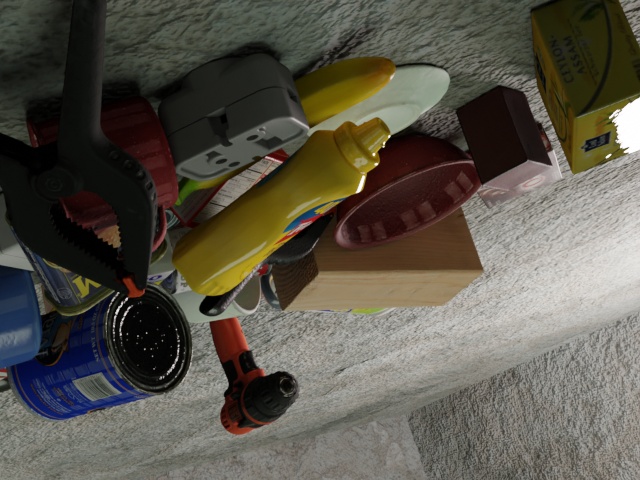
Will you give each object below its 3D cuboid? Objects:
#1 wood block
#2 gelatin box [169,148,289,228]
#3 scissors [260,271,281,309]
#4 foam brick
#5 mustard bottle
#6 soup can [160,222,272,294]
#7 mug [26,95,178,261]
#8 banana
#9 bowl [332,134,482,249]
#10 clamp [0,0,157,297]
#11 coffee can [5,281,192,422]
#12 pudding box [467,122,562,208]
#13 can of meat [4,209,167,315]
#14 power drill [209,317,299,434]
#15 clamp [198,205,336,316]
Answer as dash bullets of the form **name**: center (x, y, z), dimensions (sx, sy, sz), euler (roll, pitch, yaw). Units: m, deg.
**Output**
- **wood block**: center (0.056, 0.015, 1.137), dimensions (0.205, 0.091, 0.090), euler (0, 150, -31)
- **gelatin box**: center (-0.074, -0.047, 0.895), dimensions (0.089, 0.030, 0.073), euler (-48, 156, 15)
- **scissors**: center (-0.029, 0.038, 1.191), dimensions (0.016, 0.096, 0.201), euler (-30, 158, 22)
- **foam brick**: center (0.167, -0.093, 0.974), dimensions (0.051, 0.078, 0.052), euler (-28, 160, 33)
- **mustard bottle**: center (-0.024, -0.033, 0.830), dimensions (0.192, 0.058, 0.096), euler (-37, 177, 21)
- **soup can**: center (-0.106, 0.010, 1.036), dimensions (0.102, 0.068, 0.069), euler (-12, 164, -24)
- **mug**: center (-0.144, -0.041, 0.733), dimensions (0.081, 0.117, 0.093), euler (-19, 165, -16)
- **banana**: center (-0.028, -0.087, 0.804), dimensions (0.198, 0.069, 0.037), euler (-32, 121, 17)
- **bowl**: center (0.077, -0.055, 1.026), dimensions (0.162, 0.055, 0.162), euler (-21, 161, -8)
- **clamp**: center (-0.171, -0.044, 0.647), dimensions (0.164, 0.036, 0.210), euler (-15, 126, 8)
- **coffee can**: center (-0.201, 0.102, 0.967), dimensions (0.141, 0.103, 0.102), euler (-19, 167, 36)
- **pudding box**: center (0.206, -0.078, 1.141), dimensions (0.090, 0.039, 0.113), euler (-22, 165, 12)
- **can of meat**: center (-0.179, -0.007, 0.818), dimensions (0.102, 0.058, 0.084), euler (-36, 132, -20)
- **power drill**: center (-0.089, 0.122, 1.223), dimensions (0.057, 0.188, 0.185), euler (-8, 164, -28)
- **clamp**: center (-0.057, 0.001, 0.995), dimensions (0.171, 0.120, 0.039), euler (-9, -164, -36)
